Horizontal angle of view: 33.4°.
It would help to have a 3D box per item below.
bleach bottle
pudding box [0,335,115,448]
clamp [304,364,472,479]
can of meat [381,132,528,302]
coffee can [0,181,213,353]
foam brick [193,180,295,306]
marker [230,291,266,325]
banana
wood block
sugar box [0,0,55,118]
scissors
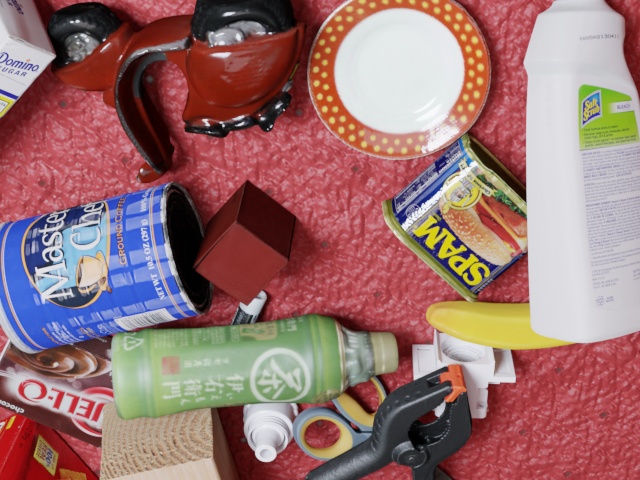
[{"bbox_3d":[0.189,-0.061,0.743,0.102,0.068,0.251,-11,101,-34],"label":"bleach bottle"},{"bbox_3d":[-0.212,0.114,0.892,0.113,0.039,0.090,27,116,-12],"label":"pudding box"},{"bbox_3d":[0.061,0.166,0.864,0.120,0.039,0.172,8,123,-17],"label":"clamp"},{"bbox_3d":[0.111,-0.017,0.797,0.102,0.057,0.084,41,110,-18],"label":"can of meat"},{"bbox_3d":[-0.163,0.021,0.804,0.140,0.102,0.103,-13,117,9],"label":"coffee can"},{"bbox_3d":[-0.055,0.001,0.803,0.051,0.078,0.053,38,113,-15],"label":"foam brick"},{"bbox_3d":[-0.074,0.091,0.885,0.020,0.020,0.121,21,117,-8],"label":"marker"},{"bbox_3d":[0.185,0.054,0.839,0.198,0.037,0.069,-16,117,7],"label":"banana"},{"bbox_3d":[-0.111,0.230,0.900,0.091,0.090,0.206,-13,125,0],"label":"wood block"},{"bbox_3d":[-0.264,-0.105,0.746,0.176,0.093,0.048,-44,144,23],"label":"sugar box"},{"bbox_3d":[0.050,0.187,0.916,0.096,0.016,0.201,-37,113,-8],"label":"scissors"}]
